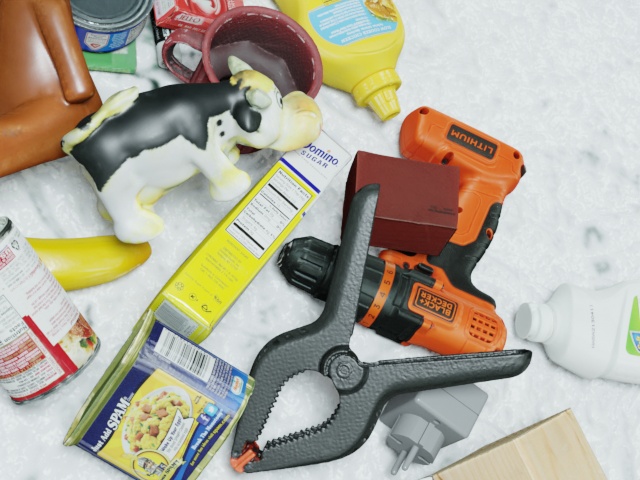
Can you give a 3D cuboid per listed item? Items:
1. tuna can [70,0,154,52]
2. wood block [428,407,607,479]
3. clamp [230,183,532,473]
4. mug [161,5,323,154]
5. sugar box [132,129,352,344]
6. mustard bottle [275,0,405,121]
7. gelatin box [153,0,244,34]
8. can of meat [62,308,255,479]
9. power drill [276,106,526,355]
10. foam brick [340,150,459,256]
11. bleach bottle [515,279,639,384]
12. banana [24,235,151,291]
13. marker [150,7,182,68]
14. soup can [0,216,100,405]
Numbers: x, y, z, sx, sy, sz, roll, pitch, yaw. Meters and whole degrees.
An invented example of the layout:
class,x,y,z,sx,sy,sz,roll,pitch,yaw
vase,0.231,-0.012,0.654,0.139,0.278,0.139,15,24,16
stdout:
class,x,y,z,sx,sy,sz,roll,pitch,yaw
tuna can,-0.169,-0.185,0.802,0.086,0.034,0.086,8,65,-18
wood block,0.168,0.235,0.737,0.090,0.091,0.206,-11,72,-51
clamp,0.014,0.075,0.727,0.210,0.036,0.164,-35,87,4
mug,-0.066,-0.122,0.808,0.117,0.082,0.093,23,63,-12
sugar box,-0.055,0.001,0.756,0.048,0.093,0.176,39,60,-6
mustard bottle,0.016,-0.184,0.879,0.096,0.058,0.192,-21,78,-29
gelatin box,-0.099,-0.206,0.845,0.073,0.030,0.089,6,65,-44
can of meat,-0.103,0.109,0.690,0.084,0.102,0.057,33,22,-10
power drill,0.074,-0.010,0.835,0.184,0.057,0.187,25,64,-9
foam brick,0.057,-0.026,0.775,0.078,0.051,0.053,9,65,-8
bleach bottle,0.279,0.069,0.879,0.250,0.068,0.102,7,67,-17
banana,-0.215,0.001,0.724,0.197,0.037,0.069,18,65,-14
marker,-0.129,-0.194,0.849,0.020,0.020,0.121,-4,71,-23
soup can,-0.195,0.044,0.675,0.068,0.069,0.102,-45,116,-30
